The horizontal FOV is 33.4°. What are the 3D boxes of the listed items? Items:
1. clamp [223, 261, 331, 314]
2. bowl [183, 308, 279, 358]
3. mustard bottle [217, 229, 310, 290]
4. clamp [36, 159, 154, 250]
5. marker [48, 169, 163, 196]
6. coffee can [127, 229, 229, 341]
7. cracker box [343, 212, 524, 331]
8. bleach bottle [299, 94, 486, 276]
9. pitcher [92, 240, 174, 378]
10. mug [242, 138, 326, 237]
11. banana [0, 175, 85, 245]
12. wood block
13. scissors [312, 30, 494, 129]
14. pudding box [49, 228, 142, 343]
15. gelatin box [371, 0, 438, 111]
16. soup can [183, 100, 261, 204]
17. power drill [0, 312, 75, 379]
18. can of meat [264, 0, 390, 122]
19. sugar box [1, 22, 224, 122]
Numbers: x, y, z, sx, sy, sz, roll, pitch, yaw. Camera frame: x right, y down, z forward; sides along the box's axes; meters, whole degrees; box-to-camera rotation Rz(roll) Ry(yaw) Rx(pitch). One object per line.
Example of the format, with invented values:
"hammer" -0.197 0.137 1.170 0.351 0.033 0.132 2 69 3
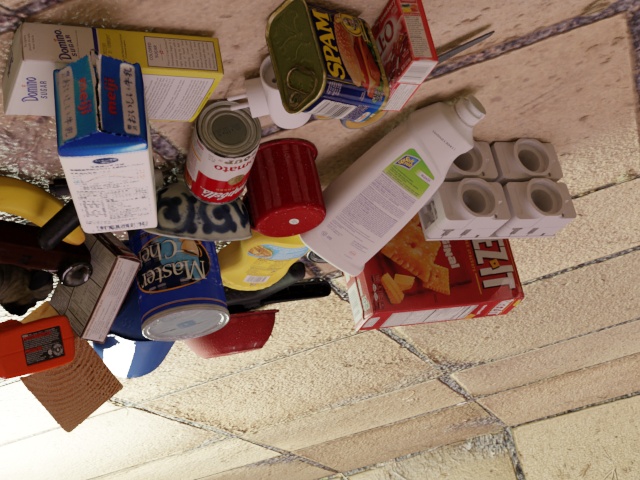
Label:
"clamp" -0.090 0.080 1.547 0.210 0.036 0.164 -16 163 17
"bowl" -0.136 0.143 1.598 0.162 0.055 0.162 -10 173 -1
"mustard bottle" -0.059 0.001 1.346 0.096 0.058 0.192 5 153 -29
"clamp" -0.213 -0.053 1.114 0.120 0.039 0.172 -11 149 -52
"marker" -0.231 -0.062 1.150 0.121 0.020 0.020 -7 157 -15
"coffee can" -0.169 0.036 1.259 0.102 0.140 0.103 -11 158 -5
"cracker box" 0.135 0.018 1.354 0.213 0.164 0.072 -5 159 -19
"bleach bottle" 0.090 -0.068 1.202 0.102 0.068 0.251 33 121 -28
"pitcher" -0.234 0.096 1.409 0.149 0.145 0.243 5 158 -12
"mug" -0.048 -0.050 1.196 0.093 0.081 0.117 10 148 -44
"banana" -0.322 -0.032 1.112 0.037 0.069 0.197 5 -179 34
"wood block" -0.336 0.156 1.360 0.090 0.090 0.206 -40 -157 -14
"scissors" 0.088 -0.159 1.097 0.202 0.016 0.096 -18 159 12
"pudding box" -0.264 0.050 1.246 0.039 0.090 0.113 14 106 -45
"gelatin box" 0.070 -0.171 0.981 0.030 0.073 0.089 -2 156 -23
"soup can" -0.101 -0.089 1.092 0.068 0.068 0.102 -6 156 -17
"power drill" -0.383 0.125 1.211 0.188 0.057 0.184 -5 -172 44
"can of meat" 0.007 -0.157 0.945 0.083 0.102 0.058 5 152 -42
"sugar box" -0.184 -0.146 0.941 0.176 0.048 0.093 2 155 -26
